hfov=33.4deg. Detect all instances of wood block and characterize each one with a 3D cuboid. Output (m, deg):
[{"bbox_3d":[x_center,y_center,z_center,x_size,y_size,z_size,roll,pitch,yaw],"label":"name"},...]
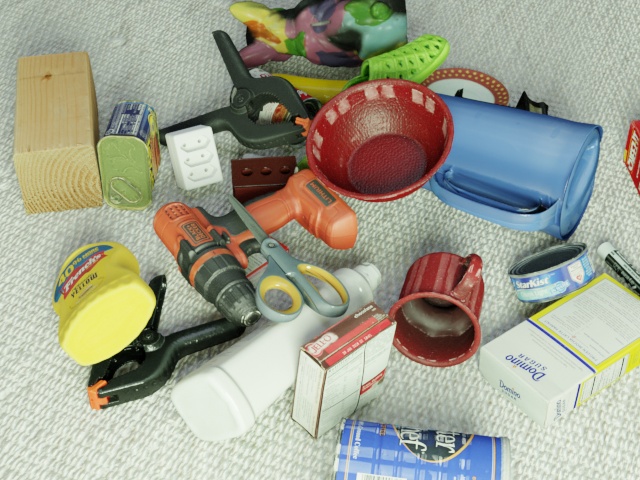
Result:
[{"bbox_3d":[-0.314,-0.133,1.280,0.090,0.090,0.206,-7,42,-8],"label":"wood block"}]

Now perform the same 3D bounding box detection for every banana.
[{"bbox_3d":[0.006,-0.200,1.402,0.198,0.037,0.069,8,42,9],"label":"banana"}]

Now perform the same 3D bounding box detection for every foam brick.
[{"bbox_3d":[-0.062,-0.060,1.228,0.078,0.051,0.053,-4,41,-6],"label":"foam brick"}]

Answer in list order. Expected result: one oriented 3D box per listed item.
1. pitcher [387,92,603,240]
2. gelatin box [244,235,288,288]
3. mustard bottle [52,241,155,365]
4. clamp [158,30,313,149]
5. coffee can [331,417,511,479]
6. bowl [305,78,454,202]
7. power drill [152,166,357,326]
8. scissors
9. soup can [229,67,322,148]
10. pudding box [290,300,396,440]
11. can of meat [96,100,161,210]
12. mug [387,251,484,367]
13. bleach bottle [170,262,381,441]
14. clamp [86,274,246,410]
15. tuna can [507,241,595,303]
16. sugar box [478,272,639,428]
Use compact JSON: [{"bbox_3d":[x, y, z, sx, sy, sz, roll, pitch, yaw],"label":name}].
[{"bbox_3d":[0.185,-0.091,1.214,0.243,0.149,0.145,19,88,24],"label":"pitcher"},{"bbox_3d":[-0.089,0.022,1.150,0.073,0.030,0.089,31,48,28],"label":"gelatin box"},{"bbox_3d":[-0.223,0.048,1.068,0.096,0.058,0.192,-43,26,0],"label":"mustard bottle"},{"bbox_3d":[-0.090,-0.173,1.295,0.210,0.036,0.164,15,77,30],"label":"clamp"},{"bbox_3d":[0.081,0.206,0.884,0.140,0.103,0.102,6,41,6],"label":"coffee can"},{"bbox_3d":[0.068,-0.097,1.157,0.162,0.055,0.162,-7,56,11],"label":"bowl"},{"bbox_3d":[-0.057,0.001,1.106,0.187,0.057,0.185,-20,47,-27],"label":"power drill"},{"bbox_3d":[-0.058,0.019,1.030,0.096,0.016,0.202,-25,48,-39],"label":"scissors"},{"bbox_3d":[-0.056,-0.167,1.338,0.102,0.068,0.068,33,50,31],"label":"soup can"},{"bbox_3d":[0.020,0.119,0.975,0.089,0.113,0.039,-30,55,-31],"label":"pudding box"},{"bbox_3d":[-0.219,-0.100,1.235,0.057,0.102,0.084,2,39,1],"label":"can of meat"},{"bbox_3d":[0.123,0.057,1.052,0.093,0.117,0.081,29,38,-4],"label":"mug"},{"bbox_3d":[-0.024,0.092,1.021,0.250,0.103,0.068,-37,96,-36],"label":"bleach bottle"},{"bbox_3d":[-0.155,0.106,1.045,0.120,0.039,0.171,13,46,25],"label":"clamp"},{"bbox_3d":[0.240,0.034,1.106,0.086,0.034,0.086,-22,9,3],"label":"tuna can"},{"bbox_3d":[0.250,0.105,1.048,0.176,0.048,0.093,-27,47,-24],"label":"sugar box"}]
